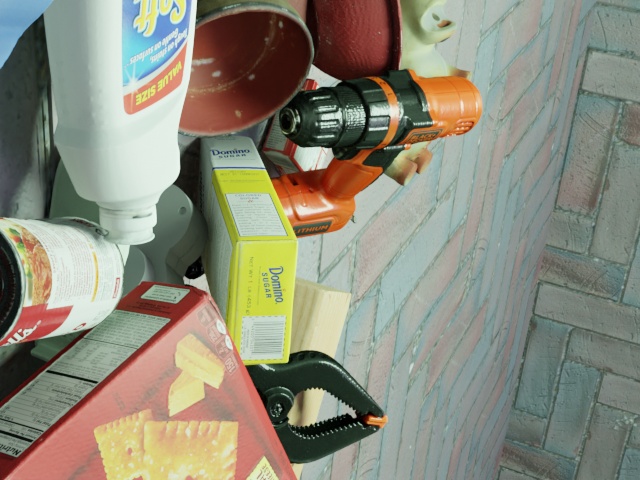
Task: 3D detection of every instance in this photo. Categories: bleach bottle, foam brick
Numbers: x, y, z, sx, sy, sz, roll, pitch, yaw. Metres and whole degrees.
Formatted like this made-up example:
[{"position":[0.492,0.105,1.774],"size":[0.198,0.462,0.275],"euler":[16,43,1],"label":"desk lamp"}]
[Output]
[{"position":[-0.101,-0.123,0.559],"size":[0.102,0.068,0.251],"euler":[-30,125,-59],"label":"bleach bottle"},{"position":[-0.047,-0.169,0.754],"size":[0.078,0.053,0.051],"euler":[-49,149,-50],"label":"foam brick"}]

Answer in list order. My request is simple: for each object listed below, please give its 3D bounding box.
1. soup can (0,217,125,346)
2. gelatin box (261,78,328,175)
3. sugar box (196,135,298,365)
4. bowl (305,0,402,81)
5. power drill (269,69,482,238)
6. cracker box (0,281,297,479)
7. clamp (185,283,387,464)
[{"position":[-0.158,0.020,0.568],"size":[0.102,0.069,0.068],"euler":[-4,109,-71],"label":"soup can"},{"position":[-0.017,-0.094,0.939],"size":[0.089,0.030,0.073],"euler":[49,58,-69],"label":"gelatin box"},{"position":[-0.055,0.001,0.741],"size":[0.176,0.048,0.093],"euler":[-111,-156,-60],"label":"sugar box"},{"position":[0.009,-0.187,0.824],"size":[0.162,0.055,0.162],"euler":[165,-90,-78],"label":"bowl"},{"position":[0.011,-0.063,0.826],"size":[0.184,0.057,0.188],"euler":[-9,161,-38],"label":"power drill"},{"position":[-0.117,0.150,0.602],"size":[0.213,0.072,0.164],"euler":[-44,124,-39],"label":"cracker box"},{"position":[-0.043,0.119,0.848],"size":[0.036,0.209,0.164],"euler":[-150,-114,-66],"label":"clamp"}]
